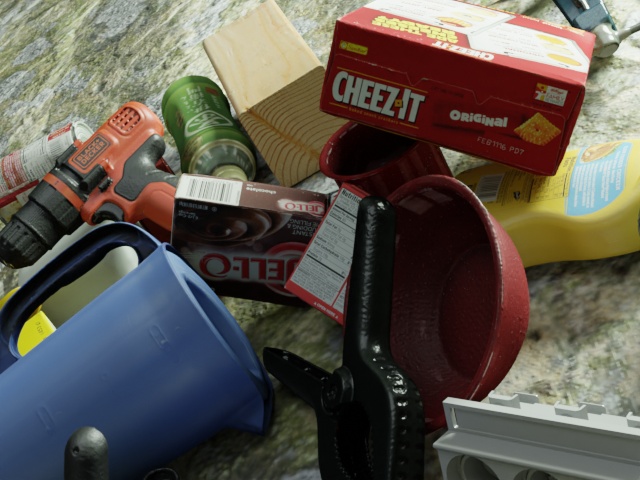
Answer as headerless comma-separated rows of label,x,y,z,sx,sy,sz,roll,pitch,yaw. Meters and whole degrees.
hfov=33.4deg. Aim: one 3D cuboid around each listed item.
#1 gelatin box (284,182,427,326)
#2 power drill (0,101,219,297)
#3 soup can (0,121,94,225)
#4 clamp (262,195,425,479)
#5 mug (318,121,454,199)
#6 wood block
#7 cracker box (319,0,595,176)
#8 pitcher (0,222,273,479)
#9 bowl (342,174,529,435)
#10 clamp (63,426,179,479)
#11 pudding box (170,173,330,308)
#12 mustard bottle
gelatin box,0.028,0.015,0.749,0.073,0.030,0.089,31,95,19
power drill,-0.159,-0.012,0.896,0.188,0.057,0.184,35,75,21
soup can,-0.256,-0.061,1.000,0.102,0.068,0.068,-25,33,9
clamp,0.025,0.084,0.651,0.165,0.036,0.210,-63,31,29
mug,0.052,-0.039,0.815,0.093,0.081,0.117,1,44,40
wood block,-0.041,-0.147,1.031,0.090,0.090,0.206,-31,32,2
cracker box,0.106,-0.121,0.769,0.164,0.072,0.213,16,23,10
pitcher,-0.168,0.112,0.745,0.243,0.145,0.149,-35,34,0
bowl,0.079,0.043,0.664,0.162,0.055,0.162,-23,62,55
clamp,-0.135,0.194,0.621,0.039,0.120,0.171,-1,57,25
pudding box,-0.055,0.001,0.800,0.113,0.090,0.039,10,38,-1
mustard bottle,0.178,-0.026,0.714,0.192,0.058,0.096,-10,32,31
